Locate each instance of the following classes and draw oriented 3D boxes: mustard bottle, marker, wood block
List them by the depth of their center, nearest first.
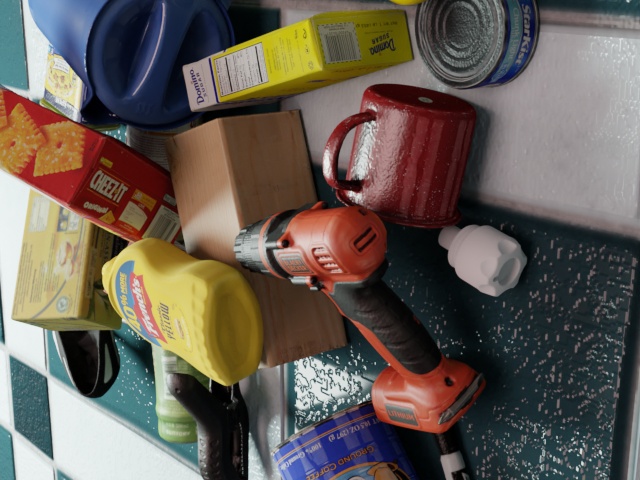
[{"bbox_3d":[0.109,0.195,0.825,0.020,0.020,0.121,-22,82,51],"label":"marker"},{"bbox_3d":[-0.127,0.048,0.897,0.192,0.058,0.096,20,128,46],"label":"mustard bottle"},{"bbox_3d":[-0.056,0.001,0.918,0.091,0.090,0.206,-12,90,51],"label":"wood block"}]

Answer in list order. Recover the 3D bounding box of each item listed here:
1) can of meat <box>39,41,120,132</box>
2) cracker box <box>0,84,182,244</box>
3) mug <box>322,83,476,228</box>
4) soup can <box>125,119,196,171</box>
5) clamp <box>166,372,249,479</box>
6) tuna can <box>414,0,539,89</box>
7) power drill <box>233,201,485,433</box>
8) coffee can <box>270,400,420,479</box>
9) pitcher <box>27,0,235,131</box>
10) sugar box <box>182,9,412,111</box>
[{"bbox_3d":[-0.253,-0.173,1.137,0.102,0.057,0.084,34,122,40],"label":"can of meat"},{"bbox_3d":[-0.237,-0.077,0.946,0.214,0.164,0.072,27,86,26],"label":"cracker box"},{"bbox_3d":[0.053,-0.063,0.751,0.093,0.117,0.081,38,123,53],"label":"mug"},{"bbox_3d":[-0.155,-0.097,1.030,0.069,0.068,0.102,33,124,41],"label":"soup can"},{"bbox_3d":[-0.093,0.153,1.009,0.036,0.164,0.210,2,126,14],"label":"clamp"},{"bbox_3d":[0.104,-0.146,0.726,0.086,0.033,0.086,17,113,47],"label":"tuna can"},{"bbox_3d":[0.024,0.055,0.793,0.187,0.057,0.185,52,158,-16],"label":"power drill"},{"bbox_3d":[0.035,0.213,0.855,0.103,0.102,0.140,-45,65,47],"label":"coffee can"},{"bbox_3d":[-0.177,-0.206,0.973,0.243,0.149,0.145,40,132,52],"label":"pitcher"},{"bbox_3d":[-0.022,-0.138,0.837,0.177,0.093,0.048,-11,91,52],"label":"sugar box"}]
